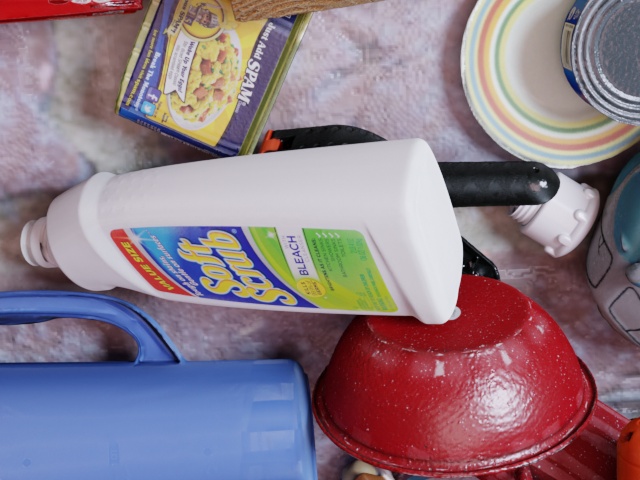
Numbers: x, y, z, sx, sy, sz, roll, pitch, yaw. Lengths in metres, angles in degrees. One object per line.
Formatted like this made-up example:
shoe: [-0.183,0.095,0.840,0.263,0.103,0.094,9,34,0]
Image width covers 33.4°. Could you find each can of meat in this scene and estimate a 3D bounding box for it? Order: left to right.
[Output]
can of meat: [-0.061,-0.101,0.606,0.084,0.057,0.102,23,106,-6]

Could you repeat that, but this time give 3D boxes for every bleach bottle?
bleach bottle: [-0.054,0.001,0.602,0.251,0.068,0.102,-3,135,22]

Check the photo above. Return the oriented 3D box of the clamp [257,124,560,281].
clamp: [0.046,-0.019,0.630,0.171,0.039,0.120,16,140,10]

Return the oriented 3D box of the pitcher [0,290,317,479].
pitcher: [-0.126,0.122,0.642,0.242,0.145,0.149,-4,132,-3]

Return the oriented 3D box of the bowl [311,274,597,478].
bowl: [0.073,0.063,0.599,0.162,0.162,0.055,-6,115,1]
